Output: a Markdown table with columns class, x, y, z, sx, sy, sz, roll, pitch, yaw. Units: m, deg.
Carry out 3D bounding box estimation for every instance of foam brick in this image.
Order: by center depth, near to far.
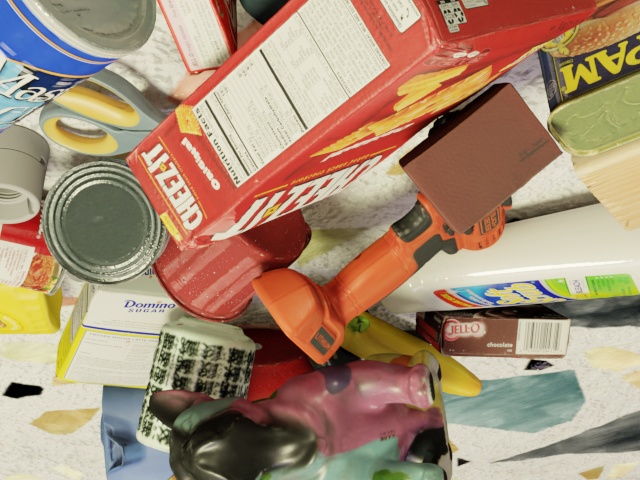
| class | x | y | z | sx | sy | sz | roll | pitch | yaw |
| --- | --- | --- | --- | --- | --- | --- | --- | --- | --- |
| foam brick | 0.091 | -0.048 | 0.622 | 0.078 | 0.053 | 0.051 | -38 | -174 | 4 |

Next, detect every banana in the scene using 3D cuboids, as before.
| class | x | y | z | sx | sy | sz | roll | pitch | yaw |
| --- | --- | --- | --- | --- | --- | --- | --- | --- | --- |
| banana | 0.064 | 0.095 | 0.907 | 0.197 | 0.070 | 0.037 | 29 | 93 | -47 |

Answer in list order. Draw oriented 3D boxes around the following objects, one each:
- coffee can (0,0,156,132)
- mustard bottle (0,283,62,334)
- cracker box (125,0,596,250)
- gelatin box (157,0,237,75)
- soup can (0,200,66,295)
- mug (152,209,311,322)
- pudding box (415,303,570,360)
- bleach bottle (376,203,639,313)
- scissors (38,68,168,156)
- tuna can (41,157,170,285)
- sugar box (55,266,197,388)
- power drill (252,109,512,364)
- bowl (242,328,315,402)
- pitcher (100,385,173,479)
| class | x | y | z | sx | sy | sz | roll | pitch | yaw |
| --- | --- | --- | --- | --- | --- | --- | --- | --- | --- |
| coffee can | -0.170 | -0.114 | 0.554 | 0.141 | 0.103 | 0.102 | -24 | 144 | 30 |
| mustard bottle | -0.309 | 0.044 | 0.851 | 0.191 | 0.058 | 0.096 | -1 | 154 | -3 |
| cracker box | 0.021 | -0.084 | 0.582 | 0.214 | 0.072 | 0.163 | -35 | 172 | 40 |
| gelatin box | -0.065 | -0.141 | 0.548 | 0.030 | 0.073 | 0.089 | -8 | 149 | 8 |
| soup can | -0.236 | -0.003 | 0.769 | 0.102 | 0.068 | 0.069 | 14 | 145 | -26 |
| mug | -0.055 | 0.001 | 0.781 | 0.117 | 0.093 | 0.082 | 5 | 147 | -42 |
| pudding box | 0.146 | 0.074 | 0.924 | 0.113 | 0.039 | 0.090 | 4 | -172 | -10 |
| bleach bottle | 0.146 | 0.022 | 0.857 | 0.251 | 0.068 | 0.102 | -10 | 159 | 19 |
| scissors | -0.099 | -0.061 | 0.703 | 0.201 | 0.016 | 0.096 | 27 | 147 | -23 |
| tuna can | -0.145 | -0.014 | 0.736 | 0.086 | 0.086 | 0.033 | -6 | -170 | 5 |
| sugar box | -0.167 | 0.072 | 0.926 | 0.093 | 0.048 | 0.176 | 8 | 144 | -22 |
| power drill | 0.048 | 0.001 | 0.733 | 0.187 | 0.057 | 0.184 | -35 | 156 | -1 |
| bowl | -0.055 | 0.120 | 0.959 | 0.162 | 0.162 | 0.055 | 0 | 106 | -5 |
| pitcher | -0.092 | 0.185 | 1.057 | 0.242 | 0.149 | 0.145 | -3 | 135 | -5 |
